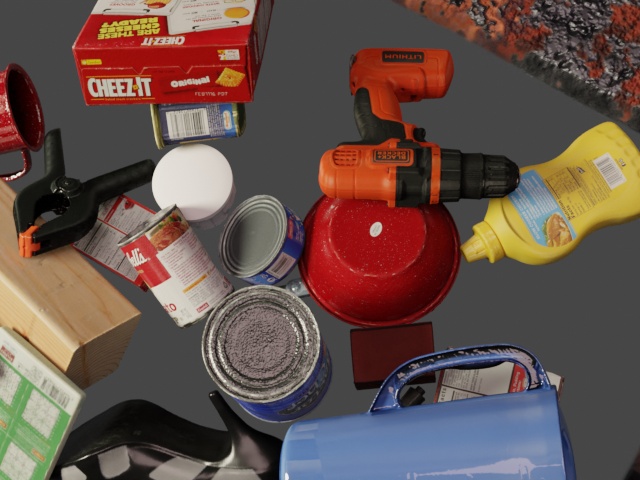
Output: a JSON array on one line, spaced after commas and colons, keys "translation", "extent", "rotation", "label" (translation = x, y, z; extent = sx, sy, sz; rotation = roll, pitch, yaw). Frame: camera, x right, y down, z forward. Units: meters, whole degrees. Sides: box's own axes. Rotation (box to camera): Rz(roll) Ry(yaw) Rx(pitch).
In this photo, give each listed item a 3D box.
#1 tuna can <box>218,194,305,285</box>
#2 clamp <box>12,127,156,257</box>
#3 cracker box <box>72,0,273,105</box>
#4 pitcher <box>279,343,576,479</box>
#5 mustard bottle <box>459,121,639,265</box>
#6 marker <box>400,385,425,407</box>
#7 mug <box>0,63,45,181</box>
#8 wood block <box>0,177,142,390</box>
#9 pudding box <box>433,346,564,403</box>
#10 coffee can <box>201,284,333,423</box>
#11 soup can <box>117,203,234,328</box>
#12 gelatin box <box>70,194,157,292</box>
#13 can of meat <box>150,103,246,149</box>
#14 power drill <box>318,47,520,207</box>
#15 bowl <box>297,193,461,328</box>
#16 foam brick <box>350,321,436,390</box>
[{"translation": [-0.057, 0.001, 1.038], "extent": [0.086, 0.033, 0.086], "rotation": [-18, 58, 32], "label": "tuna can"}, {"translation": [-0.234, -0.044, 1.037], "extent": [0.120, 0.039, 0.171], "rotation": [9, 45, 5], "label": "clamp"}, {"translation": [-0.136, -0.213, 1.058], "extent": [0.164, 0.072, 0.213], "rotation": [-1, 38, 5], "label": "cracker box"}, {"translation": [0.092, 0.189, 0.911], "extent": [0.243, 0.145, 0.149], "rotation": [-6, 39, 12], "label": "pitcher"}, {"translation": [0.221, -0.031, 1.028], "extent": [0.191, 0.058, 0.096], "rotation": [-28, 76, -3], "label": "mustard bottle"}, {"translation": [0.055, 0.183, 1.001], "extent": [0.020, 0.020, 0.121], "rotation": [41, 81, 15], "label": "marker"}, {"translation": [-0.337, -0.117, 1.101], "extent": [0.081, 0.093, 0.117], "rotation": [-12, 109, 7], "label": "mug"}, {"translation": [-0.283, 0.047, 1.020], "extent": [0.206, 0.091, 0.090], "rotation": [42, 39, 15], "label": "wood block"}, {"translation": [0.161, 0.155, 0.989], "extent": [0.113, 0.039, 0.090], "rotation": [13, 77, 11], "label": "pudding box"}, {"translation": [-0.044, 0.106, 0.970], "extent": [0.103, 0.140, 0.103], "rotation": [-1, 73, 5], "label": "coffee can"}, {"translation": [-0.137, 0.025, 1.023], "extent": [0.068, 0.068, 0.102], "rotation": [-36, 101, -6], "label": "soup can"}, {"translation": [-0.195, -0.002, 1.075], "extent": [0.089, 0.030, 0.073], "rotation": [28, 79, 13], "label": "gelatin box"}, {"translation": [-0.120, -0.130, 1.070], "extent": [0.084, 0.102, 0.057], "rotation": [-6, 105, 1], "label": "can of meat"}, {"translation": [0.094, -0.109, 1.025], "extent": [0.184, 0.057, 0.187], "rotation": [2, 45, 2], "label": "power drill"}, {"translation": [0.055, 0.001, 1.020], "extent": [0.162, 0.055, 0.162], "rotation": [-1, 69, 4], "label": "bowl"}, {"translation": [0.069, 0.109, 1.004], "extent": [0.078, 0.053, 0.051], "rotation": [-6, 73, 5], "label": "foam brick"}]
